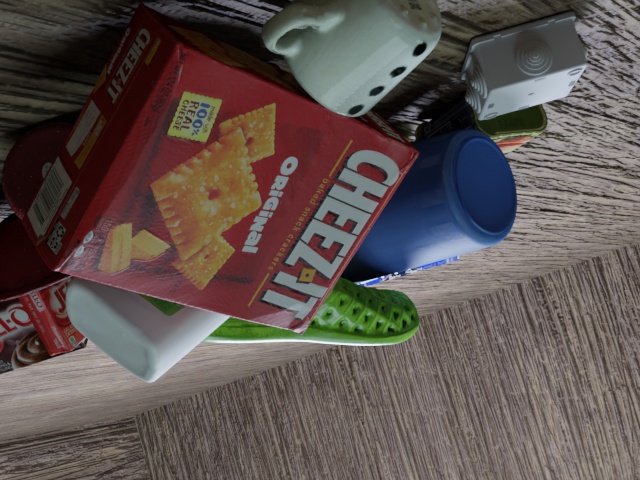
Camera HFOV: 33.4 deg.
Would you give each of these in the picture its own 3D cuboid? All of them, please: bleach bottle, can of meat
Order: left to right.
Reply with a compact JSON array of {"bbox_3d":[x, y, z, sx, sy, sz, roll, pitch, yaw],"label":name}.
[{"bbox_3d":[-0.087,0.006,0.891,0.250,0.103,0.068,-42,161,-37],"label":"bleach bottle"},{"bbox_3d":[0.159,-0.110,1.048,0.101,0.057,0.084,-9,165,-35],"label":"can of meat"}]

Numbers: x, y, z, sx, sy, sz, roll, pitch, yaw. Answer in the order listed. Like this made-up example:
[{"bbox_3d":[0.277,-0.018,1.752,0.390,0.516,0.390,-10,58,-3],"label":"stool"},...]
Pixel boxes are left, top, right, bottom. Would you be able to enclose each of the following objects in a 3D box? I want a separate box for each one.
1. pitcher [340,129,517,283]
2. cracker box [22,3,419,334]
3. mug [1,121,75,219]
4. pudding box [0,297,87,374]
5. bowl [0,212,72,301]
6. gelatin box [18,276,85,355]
[{"bbox_3d":[0.055,-0.033,1.021,0.243,0.145,0.148,-15,179,44],"label":"pitcher"},{"bbox_3d":[-0.060,-0.036,0.704,0.213,0.072,0.164,19,111,-41],"label":"cracker box"},{"bbox_3d":[-0.179,-0.048,0.807,0.117,0.093,0.081,-40,165,-2],"label":"mug"},{"bbox_3d":[-0.288,0.075,1.015,0.114,0.090,0.039,-19,-146,17],"label":"pudding box"},{"bbox_3d":[-0.221,-0.009,0.913,0.162,0.055,0.162,-22,-167,5],"label":"bowl"},{"bbox_3d":[-0.228,0.052,0.969,0.030,0.073,0.089,-17,-165,29],"label":"gelatin box"}]
